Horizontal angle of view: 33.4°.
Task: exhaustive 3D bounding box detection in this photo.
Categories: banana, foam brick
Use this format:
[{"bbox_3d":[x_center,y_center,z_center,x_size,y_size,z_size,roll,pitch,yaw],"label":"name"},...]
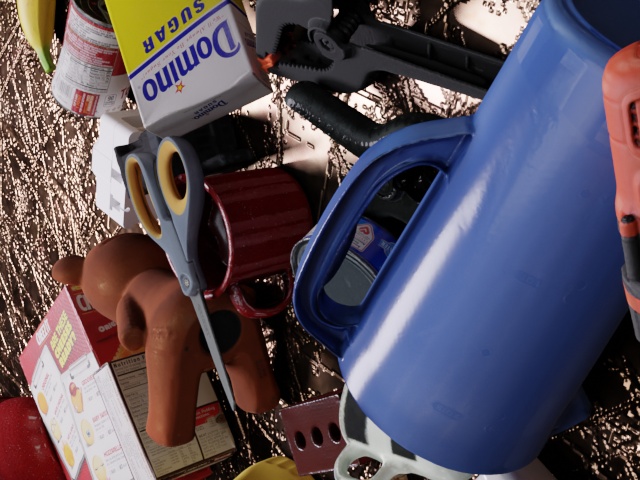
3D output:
[{"bbox_3d":[-0.249,-0.255,0.991,0.070,0.037,0.198,37,131,17],"label":"banana"},{"bbox_3d":[0.016,0.134,0.766,0.078,0.051,0.053,-27,79,51],"label":"foam brick"}]

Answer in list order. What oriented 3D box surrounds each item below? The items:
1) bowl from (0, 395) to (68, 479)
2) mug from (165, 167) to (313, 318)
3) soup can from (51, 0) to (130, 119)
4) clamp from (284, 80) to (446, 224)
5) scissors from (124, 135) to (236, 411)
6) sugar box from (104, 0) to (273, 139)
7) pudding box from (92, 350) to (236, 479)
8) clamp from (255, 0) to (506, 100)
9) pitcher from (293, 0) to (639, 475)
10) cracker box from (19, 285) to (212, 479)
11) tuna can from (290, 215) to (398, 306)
[{"bbox_3d":[-0.281,0.222,1.112,0.055,0.162,0.162,-31,73,13],"label":"bowl"},{"bbox_3d":[-0.055,0.001,0.789,0.093,0.081,0.117,-38,71,49],"label":"mug"},{"bbox_3d":[-0.190,-0.163,0.917,0.068,0.068,0.102,52,136,27],"label":"soup can"},{"bbox_3d":[0.043,-0.053,0.680,0.172,0.039,0.120,-5,118,49],"label":"clamp"},{"bbox_3d":[-0.086,0.013,0.750,0.202,0.016,0.096,61,139,19],"label":"scissors"},{"bbox_3d":[-0.107,-0.172,0.785,0.093,0.048,0.176,-24,72,14],"label":"sugar box"},{"bbox_3d":[-0.134,0.149,0.925,0.039,0.089,0.113,-41,69,48],"label":"pudding box"},{"bbox_3d":[0.023,-0.128,0.662,0.164,0.036,0.210,42,160,-14],"label":"clamp"},{"bbox_3d":[0.101,-0.006,0.551,0.145,0.148,0.243,48,131,31],"label":"pitcher"},{"bbox_3d":[-0.203,0.165,1.030,0.164,0.071,0.214,-46,64,46],"label":"cracker box"},{"bbox_3d":[0.024,0.023,0.711,0.086,0.033,0.086,30,146,23],"label":"tuna can"}]
